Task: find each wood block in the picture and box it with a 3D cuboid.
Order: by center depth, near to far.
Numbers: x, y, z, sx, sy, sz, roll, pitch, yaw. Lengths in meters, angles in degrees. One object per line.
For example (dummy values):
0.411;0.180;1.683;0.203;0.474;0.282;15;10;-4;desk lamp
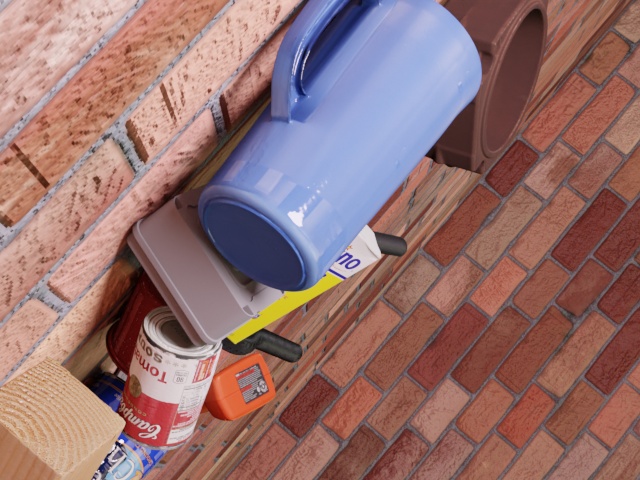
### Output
-0.260;0.210;0.893;0.206;0.090;0.090;-55;171;29;wood block

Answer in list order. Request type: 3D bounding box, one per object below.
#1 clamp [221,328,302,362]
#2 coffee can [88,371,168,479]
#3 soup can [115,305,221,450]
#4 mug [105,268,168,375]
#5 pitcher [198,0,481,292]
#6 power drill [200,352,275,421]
-0.088;0.108;1.253;0.039;0.120;0.171;-58;166;15;clamp
-0.224;0.213;1.039;0.140;0.103;0.103;-46;170;-24;coffee can
-0.125;0.113;0.883;0.068;0.068;0.102;-37;152;-56;soup can
-0.135;0.064;0.959;0.117;0.093;0.082;-93;-154;-54;mug
0.010;-0.087;0.825;0.242;0.149;0.145;-53;-177;-30;pitcher
-0.159;0.186;1.185;0.188;0.057;0.184;-20;-178;32;power drill
